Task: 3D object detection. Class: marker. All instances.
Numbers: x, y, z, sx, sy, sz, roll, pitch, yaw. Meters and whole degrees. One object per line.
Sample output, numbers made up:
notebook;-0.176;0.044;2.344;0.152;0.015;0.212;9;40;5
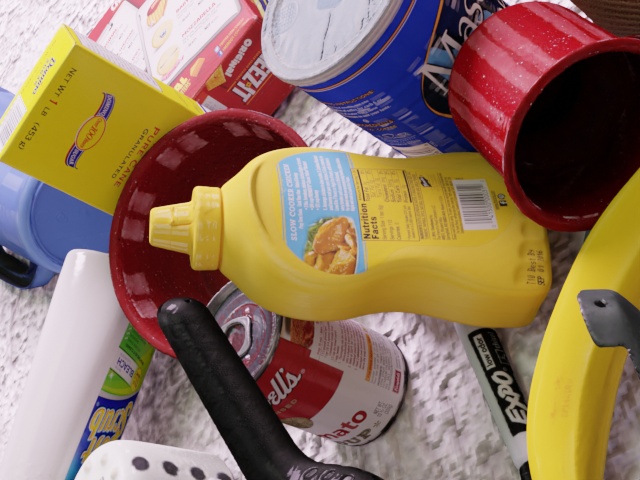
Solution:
marker;0.092;0.083;0.520;0.020;0.020;0.121;-42;42;24

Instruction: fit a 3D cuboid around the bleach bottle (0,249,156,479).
bleach bottle;-0.169;0.137;0.704;0.068;0.102;0.250;10;67;12

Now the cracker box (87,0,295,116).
cracker box;-0.108;-0.143;0.843;0.164;0.072;0.214;-49;39;16

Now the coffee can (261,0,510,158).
coffee can;0.053;-0.100;0.576;0.103;0.140;0.103;-27;50;37

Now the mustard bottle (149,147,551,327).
mustard bottle;0.012;-0.004;0.530;0.058;0.191;0.096;105;163;-50

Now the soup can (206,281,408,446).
soup can;-0.010;0.067;0.578;0.069;0.102;0.068;-27;50;37

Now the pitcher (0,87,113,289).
pitcher;-0.254;-0.043;0.918;0.243;0.149;0.145;24;72;49

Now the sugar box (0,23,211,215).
sugar box;-0.121;-0.060;0.722;0.093;0.176;0.048;-53;36;12

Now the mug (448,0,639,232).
mug;0.122;-0.069;0.504;0.117;0.093;0.081;-27;34;-3

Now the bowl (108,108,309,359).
bowl;-0.054;0.001;0.682;0.162;0.055;0.162;-6;76;25

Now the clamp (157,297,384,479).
clamp;-0.015;0.142;0.502;0.210;0.036;0.165;32;121;30
